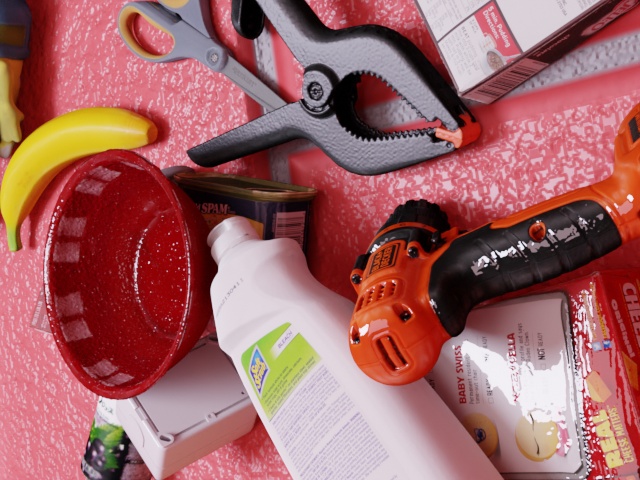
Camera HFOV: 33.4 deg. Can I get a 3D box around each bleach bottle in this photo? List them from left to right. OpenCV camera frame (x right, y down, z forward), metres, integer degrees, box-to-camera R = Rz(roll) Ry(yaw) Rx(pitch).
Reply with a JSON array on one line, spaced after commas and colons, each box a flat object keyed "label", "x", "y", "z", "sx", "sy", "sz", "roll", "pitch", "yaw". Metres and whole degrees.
[{"label": "bleach bottle", "x": 0.010, "y": 0.081, "z": 0.592, "sx": 0.103, "sy": 0.067, "sz": 0.251, "roll": -50, "pitch": 58, "yaw": 28}]

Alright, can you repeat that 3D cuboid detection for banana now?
[{"label": "banana", "x": -0.205, "y": -0.064, "z": 0.858, "sx": 0.198, "sy": 0.037, "sz": 0.069, "roll": -33, "pitch": 92, "yaw": 35}]

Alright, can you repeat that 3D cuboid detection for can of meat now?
[{"label": "can of meat", "x": -0.055, "y": 0.001, "z": 0.729, "sx": 0.102, "sy": 0.057, "sz": 0.084, "roll": 12, "pitch": 101, "yaw": 37}]

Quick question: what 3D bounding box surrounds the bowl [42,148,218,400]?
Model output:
[{"label": "bowl", "x": -0.117, "y": 0.022, "z": 0.703, "sx": 0.162, "sy": 0.055, "sz": 0.162, "roll": -1, "pitch": 88, "yaw": 44}]

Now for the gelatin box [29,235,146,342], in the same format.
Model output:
[{"label": "gelatin box", "x": -0.163, "y": 0.031, "z": 0.777, "sx": 0.073, "sy": 0.030, "sz": 0.089, "roll": 14, "pitch": 82, "yaw": 18}]

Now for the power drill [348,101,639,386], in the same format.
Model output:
[{"label": "power drill", "x": 0.105, "y": -0.007, "z": 0.562, "sx": 0.188, "sy": 0.184, "sz": 0.057, "roll": -28, "pitch": 106, "yaw": 19}]

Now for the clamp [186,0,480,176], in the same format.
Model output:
[{"label": "clamp", "x": 0.003, "y": -0.107, "z": 0.674, "sx": 0.210, "sy": 0.036, "sz": 0.164, "roll": 16, "pitch": 114, "yaw": 29}]

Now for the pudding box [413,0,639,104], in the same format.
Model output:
[{"label": "pudding box", "x": 0.112, "y": -0.145, "z": 0.606, "sx": 0.114, "sy": 0.039, "sz": 0.090, "roll": -32, "pitch": 72, "yaw": 32}]

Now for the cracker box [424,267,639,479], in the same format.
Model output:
[{"label": "cracker box", "x": 0.097, "y": 0.121, "z": 0.606, "sx": 0.214, "sy": 0.071, "sz": 0.164, "roll": -21, "pitch": 77, "yaw": 37}]

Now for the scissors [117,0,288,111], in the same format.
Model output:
[{"label": "scissors", "x": -0.073, "y": -0.151, "z": 0.762, "sx": 0.202, "sy": 0.016, "sz": 0.096, "roll": 24, "pitch": 106, "yaw": 34}]
